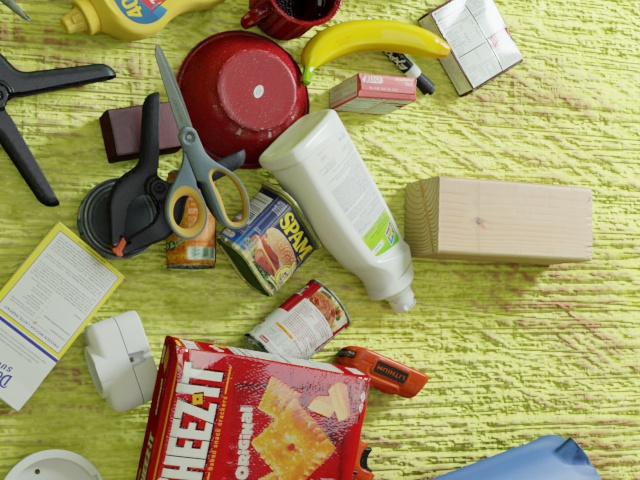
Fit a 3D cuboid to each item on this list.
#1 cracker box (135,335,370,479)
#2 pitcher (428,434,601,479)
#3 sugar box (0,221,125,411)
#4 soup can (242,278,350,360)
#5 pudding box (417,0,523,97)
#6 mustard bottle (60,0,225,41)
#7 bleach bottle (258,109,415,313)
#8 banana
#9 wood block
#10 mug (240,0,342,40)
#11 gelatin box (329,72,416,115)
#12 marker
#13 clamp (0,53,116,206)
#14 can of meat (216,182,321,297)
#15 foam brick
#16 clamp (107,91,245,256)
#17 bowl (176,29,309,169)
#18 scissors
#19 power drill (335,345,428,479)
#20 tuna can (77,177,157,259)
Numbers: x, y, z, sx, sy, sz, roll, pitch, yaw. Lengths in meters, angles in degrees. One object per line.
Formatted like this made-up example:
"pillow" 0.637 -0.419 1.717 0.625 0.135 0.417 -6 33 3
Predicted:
"cracker box" -0.067 0.198 1.095 0.213 0.072 0.164 12 89 -17
"pitcher" 0.187 0.314 1.188 0.242 0.145 0.149 -8 83 -34
"sugar box" -0.292 0.077 1.095 0.093 0.048 0.176 41 76 -13
"soup can" -0.027 0.100 1.181 0.102 0.069 0.068 -39 99 -19
"pudding box" 0.185 -0.247 1.312 0.090 0.039 0.113 -32 95 -20
"mustard bottle" -0.194 -0.271 1.159 0.191 0.058 0.096 -31 95 -20
"bleach bottle" 0.035 -0.017 1.198 0.102 0.068 0.250 -48 117 -35
"banana" 0.054 -0.225 1.239 0.197 0.037 0.069 -16 81 -20
"wood block" 0.212 -0.022 1.273 0.205 0.090 0.091 4 84 -21
"mug" -0.041 -0.269 1.204 0.117 0.082 0.093 -36 98 -21
"gelatin box" 0.059 -0.169 1.228 0.073 0.089 0.030 2 84 -21
"marker" 0.094 -0.220 1.285 0.121 0.020 0.020 44 72 -12
"clamp" -0.333 -0.136 1.103 0.209 0.036 0.164 17 78 -16
"can of meat" -0.058 0.001 1.167 0.084 0.058 0.102 -47 138 -16
"foam brick" -0.191 -0.117 1.147 0.078 0.053 0.051 -11 89 -22
"clamp" -0.173 -0.065 1.107 0.120 0.039 0.171 41 81 -5
"bowl" -0.079 -0.163 1.194 0.161 0.055 0.162 2 85 -21
"scissors" -0.146 -0.088 1.082 0.096 0.016 0.201 -36 105 -12
"power drill" 0.055 0.226 1.205 0.184 0.057 0.187 26 76 -18
"tuna can" -0.215 -0.022 1.139 0.086 0.034 0.086 2 84 -21
